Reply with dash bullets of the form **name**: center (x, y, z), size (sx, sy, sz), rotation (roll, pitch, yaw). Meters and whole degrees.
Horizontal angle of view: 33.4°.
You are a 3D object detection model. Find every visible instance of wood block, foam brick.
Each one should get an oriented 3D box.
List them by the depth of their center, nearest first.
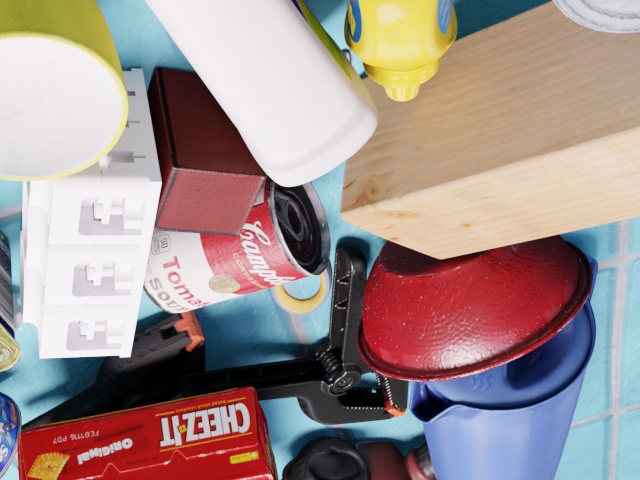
- **wood block**: center (0.116, -0.059, 0.563), size (0.090, 0.091, 0.207), rotation (21, 156, -37)
- **foam brick**: center (-0.068, -0.048, 0.592), size (0.051, 0.078, 0.053), rotation (3, 140, -23)

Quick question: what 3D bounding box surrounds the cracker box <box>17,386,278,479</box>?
- **cracker box**: center (-0.114, 0.179, 0.789), size (0.164, 0.072, 0.214), rotation (-11, 156, -3)

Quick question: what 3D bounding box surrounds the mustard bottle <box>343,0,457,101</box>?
- **mustard bottle**: center (0.036, -0.140, 0.502), size (0.058, 0.096, 0.191), rotation (-3, 142, 4)

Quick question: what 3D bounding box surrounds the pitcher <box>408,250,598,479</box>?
- **pitcher**: center (0.144, 0.116, 0.833), size (0.149, 0.145, 0.243), rotation (-5, 145, 5)

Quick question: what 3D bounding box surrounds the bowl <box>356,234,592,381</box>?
- **bowl**: center (0.089, 0.020, 0.690), size (0.162, 0.162, 0.055), rotation (-21, 114, 7)

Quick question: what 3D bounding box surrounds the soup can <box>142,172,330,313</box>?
- **soup can**: center (-0.054, 0.001, 0.646), size (0.102, 0.068, 0.068), rotation (-16, 144, 24)

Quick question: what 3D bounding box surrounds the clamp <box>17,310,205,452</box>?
- **clamp**: center (-0.133, 0.113, 0.795), size (0.172, 0.039, 0.120), rotation (-39, 153, 24)

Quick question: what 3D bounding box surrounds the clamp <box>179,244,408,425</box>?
- **clamp**: center (0.015, 0.088, 0.810), size (0.165, 0.036, 0.209), rotation (-44, 139, 15)

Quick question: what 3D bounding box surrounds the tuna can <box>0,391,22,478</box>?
- **tuna can**: center (-0.253, 0.139, 0.746), size (0.086, 0.086, 0.033), rotation (-27, 138, 13)

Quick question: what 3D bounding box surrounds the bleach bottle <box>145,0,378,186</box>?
- **bleach bottle**: center (-0.063, -0.132, 0.473), size (0.068, 0.103, 0.250), rotation (-34, 139, 6)
